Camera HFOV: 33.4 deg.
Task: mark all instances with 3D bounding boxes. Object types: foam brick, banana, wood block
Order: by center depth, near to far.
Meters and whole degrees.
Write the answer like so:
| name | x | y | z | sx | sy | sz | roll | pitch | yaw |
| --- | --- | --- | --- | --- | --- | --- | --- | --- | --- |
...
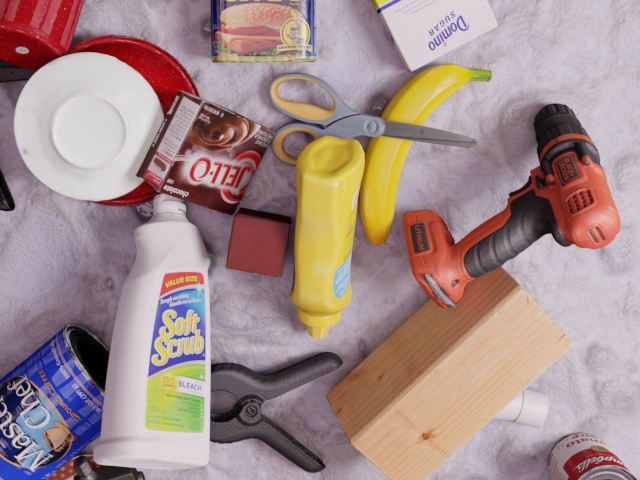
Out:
| name | x | y | z | sx | sy | sz | roll | pitch | yaw |
| --- | --- | --- | --- | --- | --- | --- | --- | --- | --- |
| wood block | 0.118 | 0.121 | 0.991 | 0.206 | 0.090 | 0.090 | -43 | 116 | 5 |
| foam brick | -0.057 | 0.001 | 0.993 | 0.053 | 0.078 | 0.051 | 11 | 96 | -2 |
| banana | 0.082 | -0.092 | 1.001 | 0.069 | 0.037 | 0.198 | 33 | 96 | -2 |

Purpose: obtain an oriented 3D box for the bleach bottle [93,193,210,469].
| name | x | y | z | sx | sy | sz | roll | pitch | yaw |
| --- | --- | --- | --- | --- | --- | --- | --- | --- | --- |
| bleach bottle | -0.148 | 0.077 | 0.969 | 0.068 | 0.102 | 0.251 | -18 | 65 | 42 |

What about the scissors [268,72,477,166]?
| name | x | y | z | sx | sy | sz | roll | pitch | yaw |
| --- | --- | --- | --- | --- | --- | --- | --- | --- | --- |
| scissors | 0.036 | -0.090 | 0.984 | 0.202 | 0.016 | 0.096 | 27 | 107 | 15 |

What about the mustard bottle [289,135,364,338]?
| name | x | y | z | sx | sy | sz | roll | pitch | yaw |
| --- | --- | --- | --- | --- | --- | --- | --- | --- | --- |
| mustard bottle | 0.004 | 0.008 | 0.978 | 0.058 | 0.096 | 0.192 | 8 | 120 | 8 |

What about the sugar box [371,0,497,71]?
| name | x | y | z | sx | sy | sz | roll | pitch | yaw |
| --- | --- | --- | --- | --- | --- | --- | --- | --- | --- |
| sugar box | 0.082 | -0.253 | 0.977 | 0.093 | 0.048 | 0.176 | -26 | 100 | 3 |

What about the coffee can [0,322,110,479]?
| name | x | y | z | sx | sy | sz | roll | pitch | yaw |
| --- | --- | --- | --- | --- | --- | --- | --- | --- | --- |
| coffee can | -0.257 | 0.160 | 1.001 | 0.140 | 0.103 | 0.103 | -39 | 96 | 5 |

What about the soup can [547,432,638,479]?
| name | x | y | z | sx | sy | sz | roll | pitch | yaw |
| --- | --- | --- | --- | --- | --- | --- | --- | --- | --- |
| soup can | 0.258 | 0.228 | 1.008 | 0.068 | 0.102 | 0.068 | 0 | 97 | 0 |

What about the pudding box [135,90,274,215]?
| name | x | y | z | sx | sy | sz | roll | pitch | yaw |
| --- | --- | --- | --- | --- | --- | --- | --- | --- | --- |
| pudding box | -0.102 | -0.078 | 0.969 | 0.039 | 0.113 | 0.090 | 31 | 98 | 35 |

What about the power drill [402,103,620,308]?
| name | x | y | z | sx | sy | sz | roll | pitch | yaw |
| --- | --- | --- | --- | --- | --- | --- | --- | --- | --- |
| power drill | 0.166 | -0.033 | 0.963 | 0.188 | 0.184 | 0.057 | -30 | 123 | 21 |

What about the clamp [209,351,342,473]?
| name | x | y | z | sx | sy | sz | roll | pitch | yaw |
| --- | --- | --- | --- | --- | --- | --- | --- | --- | --- |
| clamp | -0.060 | 0.150 | 1.026 | 0.171 | 0.039 | 0.120 | 16 | 90 | -14 |

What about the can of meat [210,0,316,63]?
| name | x | y | z | sx | sy | sz | roll | pitch | yaw |
| --- | --- | --- | --- | --- | --- | --- | --- | --- | --- |
| can of meat | -0.052 | -0.205 | 0.978 | 0.102 | 0.057 | 0.084 | 0 | 100 | 1 |

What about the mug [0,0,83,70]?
| name | x | y | z | sx | sy | sz | roll | pitch | yaw |
| --- | --- | --- | --- | --- | --- | --- | --- | --- | --- |
| mug | -0.267 | -0.207 | 0.944 | 0.117 | 0.093 | 0.081 | 16 | 71 | -14 |

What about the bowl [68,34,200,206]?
| name | x | y | z | sx | sy | sz | roll | pitch | yaw |
| --- | --- | --- | --- | --- | --- | --- | --- | --- | --- |
| bowl | -0.185 | -0.105 | 0.976 | 0.162 | 0.055 | 0.162 | -2 | 104 | -10 |
